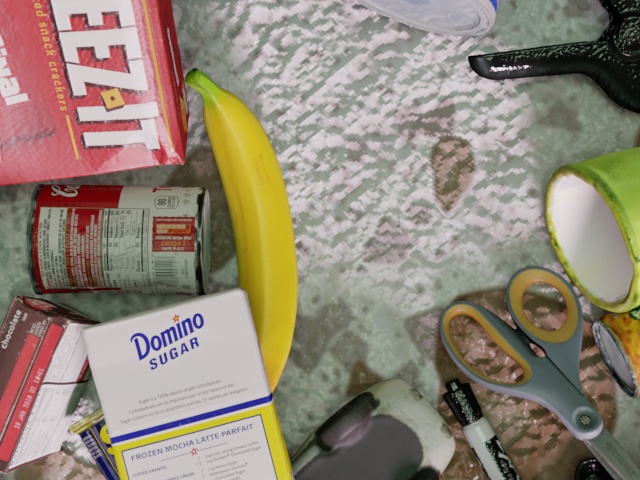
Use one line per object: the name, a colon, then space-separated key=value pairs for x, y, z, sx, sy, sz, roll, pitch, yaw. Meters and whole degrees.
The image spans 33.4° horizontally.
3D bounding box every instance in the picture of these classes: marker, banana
marker: x=0.110 y=0.141 z=0.662 sx=0.020 sy=0.020 sz=0.121 roll=-28 pitch=87 yaw=-3
banana: x=-0.044 y=-0.006 z=0.651 sx=0.037 sy=0.069 sz=0.198 roll=-11 pitch=93 yaw=38

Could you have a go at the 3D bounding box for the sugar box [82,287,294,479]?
sugar box: x=-0.064 y=0.121 z=0.594 sx=0.093 sy=0.048 sz=0.176 roll=-14 pitch=85 yaw=-2

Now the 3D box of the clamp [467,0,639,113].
clamp: x=0.189 y=-0.139 z=0.667 sx=0.171 sy=0.039 sz=0.120 roll=15 pitch=107 yaw=-6

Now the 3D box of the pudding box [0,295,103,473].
pudding box: x=-0.164 y=0.081 z=0.617 sx=0.039 sy=0.113 sz=0.090 roll=22 pitch=85 yaw=5

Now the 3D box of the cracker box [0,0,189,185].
cracker box: x=-0.189 y=-0.111 z=0.582 sx=0.213 sy=0.072 sz=0.164 roll=-6 pitch=125 yaw=0

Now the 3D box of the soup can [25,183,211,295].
soup can: x=-0.120 y=0.000 z=0.647 sx=0.102 sy=0.068 sz=0.068 roll=1 pitch=86 yaw=-1

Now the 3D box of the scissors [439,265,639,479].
scissors: x=0.163 y=0.089 z=0.637 sx=0.202 sy=0.016 sz=0.096 roll=36 pitch=75 yaw=22
